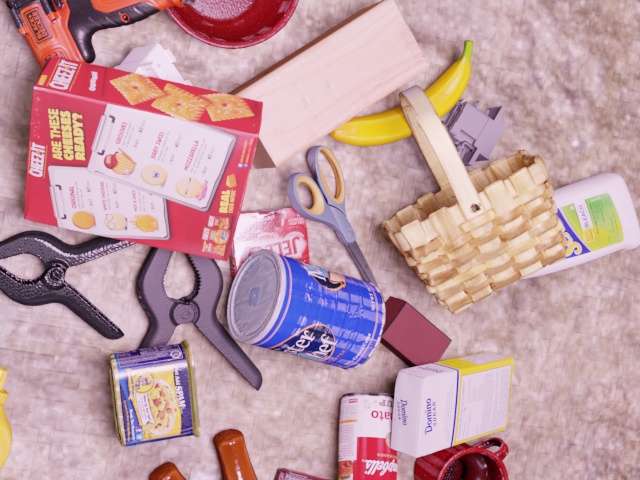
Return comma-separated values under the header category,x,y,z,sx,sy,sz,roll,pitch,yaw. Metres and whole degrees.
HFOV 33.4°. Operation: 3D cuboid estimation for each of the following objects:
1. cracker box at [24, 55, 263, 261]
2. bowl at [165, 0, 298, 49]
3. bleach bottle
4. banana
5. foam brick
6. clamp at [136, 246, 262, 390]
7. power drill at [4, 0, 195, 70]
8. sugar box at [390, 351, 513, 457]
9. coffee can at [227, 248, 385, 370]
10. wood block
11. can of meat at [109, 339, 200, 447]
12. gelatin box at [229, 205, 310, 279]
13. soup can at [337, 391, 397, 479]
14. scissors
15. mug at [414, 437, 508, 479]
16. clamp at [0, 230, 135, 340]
category,x,y,z,sx,sy,sz,roll,pitch,yaw
cracker box,-0.177,-0.080,1.063,0.213,0.072,0.164,12,128,-6
bowl,-0.103,-0.283,1.142,0.162,0.055,0.162,-1,94,-18
bleach bottle,0.256,0.004,1.281,0.250,0.068,0.102,-22,101,-14
banana,0.101,-0.154,1.226,0.197,0.037,0.069,-34,117,-10
foam brick,0.103,0.110,1.240,0.078,0.053,0.051,40,81,-17
clamp,-0.140,0.081,1.165,0.164,0.036,0.210,0,97,-19
power drill,-0.229,-0.268,1.071,0.188,0.057,0.184,-23,98,11
sugar box,0.153,0.185,1.225,0.175,0.048,0.093,-2,100,-44
coffee can,-0.015,0.076,1.156,0.140,0.103,0.103,19,88,-32
wood block,0.002,-0.171,1.167,0.206,0.091,0.090,-34,103,-13
can of meat,-0.174,0.161,1.118,0.083,0.057,0.102,-7,103,-15
gelatin box,-0.058,0.001,1.191,0.089,0.030,0.073,-7,96,-18
soup can,0.055,0.228,1.210,0.068,0.069,0.102,9,71,-19
scissors,0.015,-0.007,1.205,0.096,0.016,0.202,-26,103,-45
mug,0.170,0.272,1.258,0.117,0.082,0.093,-40,105,-12
clamp,-0.269,0.025,1.117,0.171,0.039,0.120,20,86,-19
